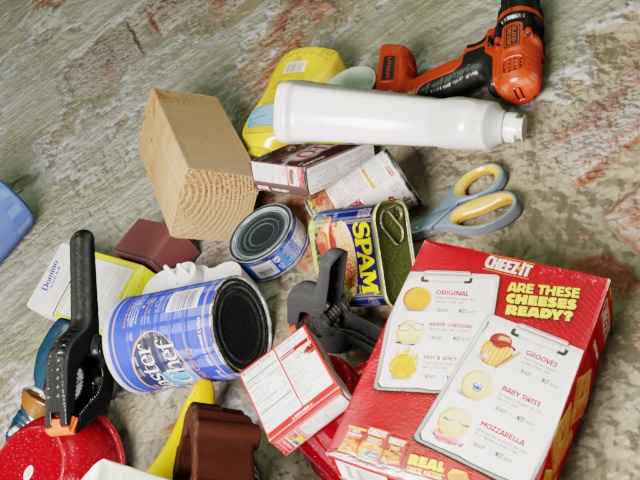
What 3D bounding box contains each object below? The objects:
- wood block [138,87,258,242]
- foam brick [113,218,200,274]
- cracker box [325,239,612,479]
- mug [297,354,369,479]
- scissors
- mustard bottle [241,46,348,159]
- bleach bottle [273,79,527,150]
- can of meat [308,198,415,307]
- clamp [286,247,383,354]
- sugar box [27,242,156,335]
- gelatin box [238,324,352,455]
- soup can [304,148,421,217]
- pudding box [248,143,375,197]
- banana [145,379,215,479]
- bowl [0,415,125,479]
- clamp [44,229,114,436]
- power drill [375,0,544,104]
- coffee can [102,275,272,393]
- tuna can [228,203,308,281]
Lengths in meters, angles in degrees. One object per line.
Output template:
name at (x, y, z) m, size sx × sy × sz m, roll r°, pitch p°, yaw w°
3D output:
wood block at (-0.148, -0.092, 1.265) m, size 0.206 × 0.090 × 0.090 m, roll -121°, pitch 42°, yaw -51°
foam brick at (-0.191, 0.013, 1.252) m, size 0.078 × 0.053 × 0.051 m, roll 12°, pitch 61°, yaw 44°
cracker box at (0.125, 0.117, 0.855) m, size 0.164 × 0.072 × 0.213 m, roll 13°, pitch 59°, yaw 26°
mug at (0.020, 0.146, 0.926) m, size 0.117 × 0.081 × 0.093 m, roll -36°, pitch 38°, yaw 5°
scissors at (0.109, -0.027, 1.078) m, size 0.202 × 0.016 × 0.096 m, roll -12°, pitch 44°, yaw 31°
mustard bottle at (-0.042, -0.147, 1.284) m, size 0.096 × 0.058 × 0.191 m, roll 2°, pitch 54°, yaw 37°
bleach bottle at (0.085, -0.125, 1.104) m, size 0.251 × 0.068 × 0.102 m, roll 7°, pitch 10°, yaw 20°
can of meat at (0.041, 0.015, 1.029) m, size 0.084 × 0.102 × 0.057 m, roll -5°, pitch 5°, yaw 39°
clamp at (0.009, 0.060, 0.988) m, size 0.039 × 0.120 × 0.172 m, roll -32°, pitch 14°, yaw -29°
sugar box at (-0.269, 0.063, 1.266) m, size 0.177 × 0.048 × 0.093 m, roll 12°, pitch 70°, yaw 48°
gelatin box at (-0.021, 0.123, 0.889) m, size 0.073 × 0.030 × 0.089 m, roll -38°, pitch 39°, yaw 4°
soup can at (0.044, -0.040, 1.102) m, size 0.102 × 0.068 × 0.068 m, roll -33°, pitch 38°, yaw 7°
pudding box at (-0.007, -0.085, 1.174) m, size 0.090 × 0.039 × 0.113 m, roll 10°, pitch 29°, yaw 45°
banana at (-0.161, 0.220, 1.017) m, size 0.197 × 0.069 × 0.037 m, roll -41°, pitch 6°, yaw -10°
bowl at (-0.276, 0.237, 1.067) m, size 0.162 × 0.055 × 0.162 m, roll -13°, pitch 60°, yaw 23°
clamp at (-0.231, 0.116, 1.100) m, size 0.036 × 0.164 × 0.210 m, roll -9°, pitch 50°, yaw 21°
power drill at (0.157, -0.207, 1.183) m, size 0.188 × 0.057 × 0.184 m, roll -15°, pitch 44°, yaw 27°
coffee can at (-0.135, 0.096, 1.083) m, size 0.141 × 0.102 × 0.102 m, roll -12°, pitch 46°, yaw 30°
tuna can at (-0.058, 0.001, 1.170) m, size 0.086 × 0.033 × 0.086 m, roll -22°, pitch 41°, yaw 21°
